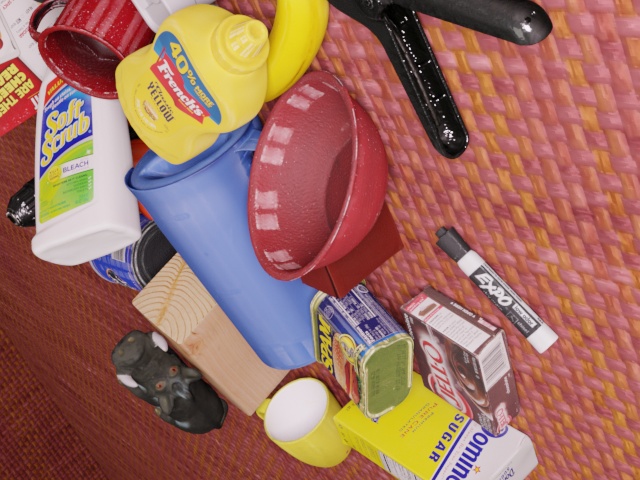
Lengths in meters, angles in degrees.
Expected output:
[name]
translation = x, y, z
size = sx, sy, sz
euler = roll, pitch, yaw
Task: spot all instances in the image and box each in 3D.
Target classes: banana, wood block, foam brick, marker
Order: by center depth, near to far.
[banana]
translation = -0.036, -0.148, 0.804
size = 0.070, 0.037, 0.198
euler = 55, 148, 12
[marker]
translation = 0.132, 0.036, 0.812
size = 0.121, 0.020, 0.020
euler = 47, 157, 8
[foam brick]
translation = 0.020, 0.001, 0.893
size = 0.051, 0.078, 0.053
euler = 22, 142, 50
[wood block]
translation = -0.117, 0.107, 1.224
size = 0.090, 0.090, 0.206
euler = 35, 166, 34

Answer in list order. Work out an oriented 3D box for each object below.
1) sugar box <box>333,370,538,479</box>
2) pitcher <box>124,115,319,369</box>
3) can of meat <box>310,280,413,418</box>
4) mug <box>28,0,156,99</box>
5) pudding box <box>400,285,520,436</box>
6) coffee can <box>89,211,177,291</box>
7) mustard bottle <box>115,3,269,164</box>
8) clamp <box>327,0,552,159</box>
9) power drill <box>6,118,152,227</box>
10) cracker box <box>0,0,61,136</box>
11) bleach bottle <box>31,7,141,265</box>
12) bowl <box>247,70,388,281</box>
[sugar box]
translation = 0.104, 0.186, 0.996
size = 0.176, 0.093, 0.048
euler = 23, 145, 46
[pitcher]
translation = -0.056, 0.001, 0.983
size = 0.242, 0.145, 0.149
euler = 59, 180, -28
[can of meat]
translation = 0.038, 0.096, 0.946
size = 0.084, 0.057, 0.102
euler = 48, 154, 39
[mug]
translation = -0.206, -0.191, 0.966
size = 0.117, 0.081, 0.093
euler = 14, 150, 12
[pudding box]
translation = 0.120, 0.103, 0.909
size = 0.090, 0.039, 0.113
euler = 31, 150, 41
[coffee can]
translation = -0.211, 0.011, 1.295
size = 0.141, 0.102, 0.103
euler = 11, 136, 56
[mustard bottle]
translation = -0.089, -0.124, 0.806
size = 0.096, 0.058, 0.192
euler = 60, 149, -6
[clamp]
translation = 0.047, -0.157, 0.655
size = 0.210, 0.036, 0.165
euler = 50, 157, 2
[power drill]
translation = -0.217, -0.069, 1.109
size = 0.188, 0.184, 0.057
euler = 11, 137, 43
[cracker box]
translation = -0.346, -0.230, 1.101
size = 0.072, 0.164, 0.213
euler = 9, 133, 60
[bleach bottle]
translation = -0.234, -0.110, 1.027
size = 0.068, 0.103, 0.251
euler = 27, -132, -59
[bowl]
translation = 0.004, -0.045, 0.818
size = 0.162, 0.055, 0.162
euler = -26, 59, 54
